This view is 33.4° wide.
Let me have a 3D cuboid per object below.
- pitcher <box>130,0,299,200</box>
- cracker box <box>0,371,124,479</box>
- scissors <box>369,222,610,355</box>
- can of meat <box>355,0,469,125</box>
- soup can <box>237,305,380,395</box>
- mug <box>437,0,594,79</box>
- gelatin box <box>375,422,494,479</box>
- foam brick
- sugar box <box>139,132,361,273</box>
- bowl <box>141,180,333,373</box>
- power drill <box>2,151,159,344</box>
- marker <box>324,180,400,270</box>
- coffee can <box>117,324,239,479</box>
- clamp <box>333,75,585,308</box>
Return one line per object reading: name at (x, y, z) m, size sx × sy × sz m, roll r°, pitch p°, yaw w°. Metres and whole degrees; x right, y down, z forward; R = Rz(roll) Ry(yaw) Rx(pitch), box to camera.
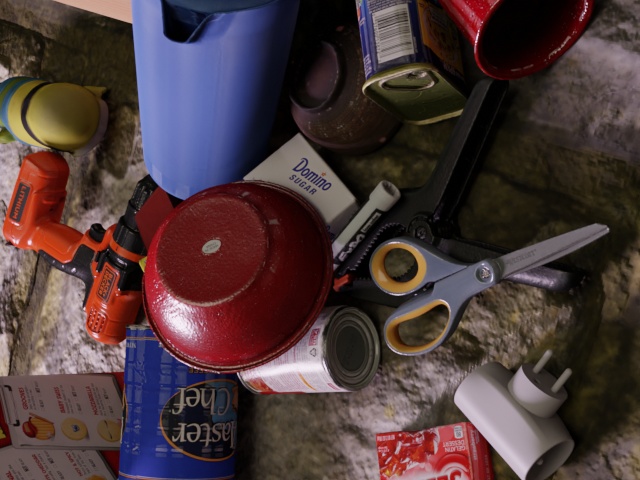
pitcher at (-0.084, -0.150, 0.865) m, size 0.145 × 0.149 × 0.243 m, roll 57°, pitch 154°, yaw 28°
cracker box at (-0.247, 0.203, 0.966) m, size 0.072 × 0.213 × 0.164 m, roll -54°, pitch 53°, yaw 29°
scissors at (0.103, 0.010, 0.745) m, size 0.202 × 0.016 × 0.096 m, roll -45°, pitch 69°, yaw 38°
can of meat at (0.068, -0.142, 0.787) m, size 0.058 × 0.102 × 0.084 m, roll -14°, pitch 73°, yaw 26°
soup can at (-0.011, 0.089, 0.858) m, size 0.102 × 0.068 × 0.068 m, roll -9°, pitch 79°, yaw 42°
mug at (0.140, -0.179, 0.742) m, size 0.117 × 0.093 × 0.081 m, roll -31°, pitch 55°, yaw 2°
gelatin box at (0.084, 0.173, 0.783) m, size 0.089 × 0.030 × 0.073 m, roll -16°, pitch 74°, yaw 41°
foam brick at (-0.118, -0.014, 0.965) m, size 0.051 × 0.078 × 0.053 m, roll -45°, pitch 57°, yaw 32°
sugar box at (-0.056, 0.001, 0.877) m, size 0.176 × 0.048 × 0.093 m, roll -37°, pitch 56°, yaw -1°
bowl at (-0.074, 0.017, 0.817) m, size 0.162 × 0.055 × 0.162 m, roll -7°, pitch 66°, yaw 16°
power drill at (-0.232, -0.015, 1.067) m, size 0.188 × 0.057 × 0.184 m, roll 35°, pitch 112°, yaw 30°
marker at (0.020, 0.001, 0.828) m, size 0.121 × 0.020 × 0.020 m, roll -50°, pitch 55°, yaw 33°
coffee can at (-0.122, 0.146, 0.932) m, size 0.103 × 0.102 × 0.140 m, roll -2°, pitch 83°, yaw 43°
clamp at (0.092, 0.001, 0.791) m, size 0.210 × 0.036 × 0.164 m, roll -40°, pitch 62°, yaw 36°
